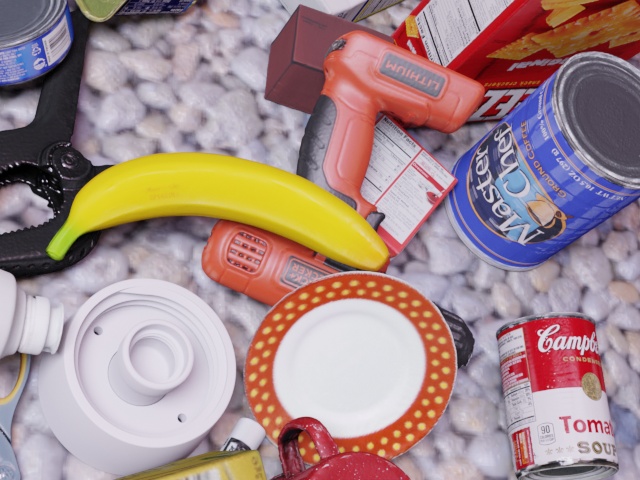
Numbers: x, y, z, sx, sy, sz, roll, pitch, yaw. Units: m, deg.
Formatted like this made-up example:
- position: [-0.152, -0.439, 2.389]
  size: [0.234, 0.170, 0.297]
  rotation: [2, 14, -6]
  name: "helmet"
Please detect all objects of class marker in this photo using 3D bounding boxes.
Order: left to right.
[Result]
- position: [-0.068, 0.154, 0.607]
  size: [0.020, 0.020, 0.121]
  rotation: [37, 55, -6]
  name: "marker"

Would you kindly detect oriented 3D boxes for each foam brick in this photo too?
- position: [0.007, -0.123, 0.761]
  size: [0.078, 0.051, 0.053]
  rotation: [16, 59, -19]
  name: "foam brick"

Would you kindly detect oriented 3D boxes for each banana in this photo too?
- position: [-0.058, -0.018, 0.627]
  size: [0.197, 0.037, 0.069]
  rotation: [1, 80, -8]
  name: "banana"

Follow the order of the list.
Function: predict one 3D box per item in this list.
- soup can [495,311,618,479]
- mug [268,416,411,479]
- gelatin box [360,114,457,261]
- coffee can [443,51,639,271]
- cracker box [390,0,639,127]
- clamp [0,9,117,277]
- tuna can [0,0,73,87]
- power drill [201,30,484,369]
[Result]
- position: [0.157, 0.106, 0.713]
  size: [0.068, 0.069, 0.102]
  rotation: [7, 64, -23]
  name: "soup can"
- position: [0.006, 0.156, 0.604]
  size: [0.093, 0.082, 0.117]
  rotation: [-7, 70, -29]
  name: "mug"
- position: [0.044, -0.036, 0.750]
  size: [0.073, 0.030, 0.089]
  rotation: [42, 56, -1]
  name: "gelatin box"
- position: [0.165, -0.051, 0.749]
  size: [0.102, 0.141, 0.103]
  rotation: [11, 62, -22]
  name: "coffee can"
- position: [0.162, -0.158, 0.755]
  size: [0.163, 0.214, 0.072]
  rotation: [-7, 71, -28]
  name: "cracker box"
- position: [-0.161, -0.050, 0.650]
  size: [0.164, 0.036, 0.209]
  rotation: [49, 51, 5]
  name: "clamp"
- position: [-0.196, -0.134, 0.656]
  size: [0.086, 0.034, 0.086]
  rotation: [0, 50, 0]
  name: "tuna can"
- position: [0.038, -0.025, 0.687]
  size: [0.184, 0.057, 0.187]
  rotation: [24, 79, -8]
  name: "power drill"
